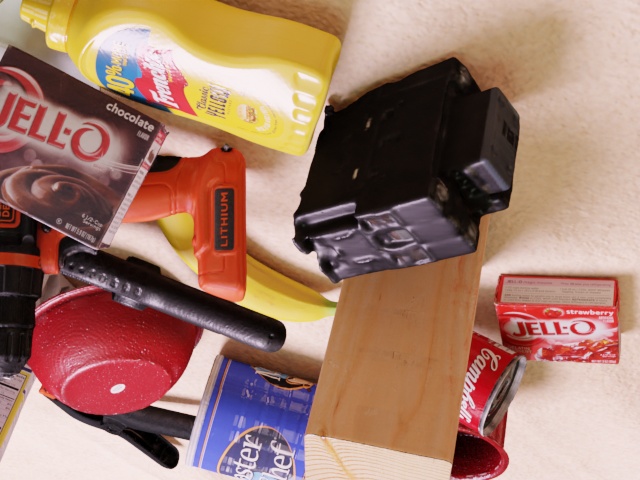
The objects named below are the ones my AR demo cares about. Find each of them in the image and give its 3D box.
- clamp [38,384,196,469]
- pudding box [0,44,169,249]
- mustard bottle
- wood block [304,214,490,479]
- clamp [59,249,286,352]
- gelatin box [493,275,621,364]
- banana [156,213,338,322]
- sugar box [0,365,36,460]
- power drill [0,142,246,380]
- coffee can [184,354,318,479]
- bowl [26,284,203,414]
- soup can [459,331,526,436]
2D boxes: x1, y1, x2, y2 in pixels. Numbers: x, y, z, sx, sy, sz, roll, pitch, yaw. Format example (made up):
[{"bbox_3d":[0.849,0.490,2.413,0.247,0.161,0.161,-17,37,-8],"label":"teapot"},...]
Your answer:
[{"bbox_3d":[-0.194,0.173,1.067,0.171,0.039,0.120,30,139,-18],"label":"clamp"},{"bbox_3d":[-0.166,-0.057,0.675,0.113,0.090,0.039,27,178,0],"label":"pudding box"},{"bbox_3d":[-0.088,-0.114,0.650,0.191,0.058,0.096,18,154,-2],"label":"mustard bottle"},{"bbox_3d":[0.054,0.067,0.708,0.090,0.206,0.091,10,143,8],"label":"wood block"},{"bbox_3d":[-0.130,0.035,0.795,0.209,0.036,0.165,25,171,-25],"label":"clamp"},{"bbox_3d":[0.178,0.060,0.800,0.089,0.030,0.073,1,140,18],"label":"gelatin box"},{"bbox_3d":[-0.064,0.013,0.825,0.197,0.037,0.070,34,124,-24],"label":"banana"},{"bbox_3d":[-0.309,0.173,0.994,0.048,0.176,0.093,21,142,-10],"label":"sugar box"},{"bbox_3d":[-0.143,0.003,0.721,0.187,0.184,0.057,2,173,-7],"label":"power drill"},{"bbox_3d":[-0.040,0.170,0.956,0.140,0.102,0.103,16,143,-1],"label":"coffee can"},{"bbox_3d":[-0.176,0.103,0.911,0.162,0.055,0.162,-9,144,-7],"label":"bowl"},{"bbox_3d":[0.097,0.096,0.818,0.102,0.068,0.068,27,148,24],"label":"soup can"}]
